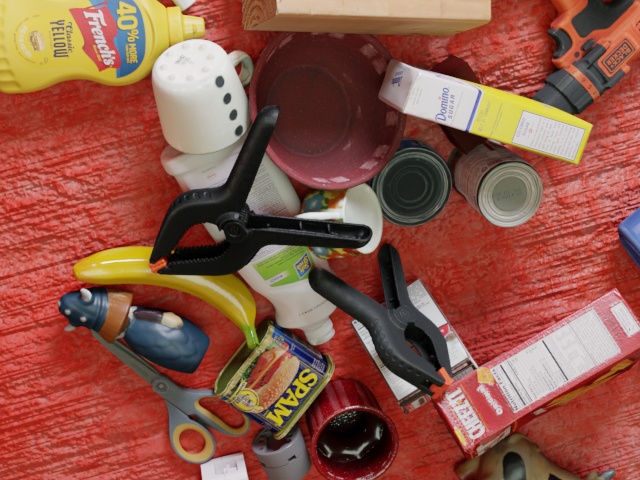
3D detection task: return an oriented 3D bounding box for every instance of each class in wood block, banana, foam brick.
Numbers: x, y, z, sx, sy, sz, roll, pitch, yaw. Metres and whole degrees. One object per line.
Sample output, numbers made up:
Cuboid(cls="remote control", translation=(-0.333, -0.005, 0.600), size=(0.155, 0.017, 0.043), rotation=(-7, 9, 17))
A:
Cuboid(cls="wood block", translation=(0.040, -0.234, 0.950), size=(0.205, 0.090, 0.091), rotation=(-3, 93, -23))
Cuboid(cls="banana", translation=(-0.143, 0.042, 1.061), size=(0.197, 0.069, 0.037), rotation=(22, 136, -9))
Cuboid(cls="foam brick", translation=(0.136, -0.135, 1.053), size=(0.053, 0.051, 0.078), rotation=(-37, 110, 3))

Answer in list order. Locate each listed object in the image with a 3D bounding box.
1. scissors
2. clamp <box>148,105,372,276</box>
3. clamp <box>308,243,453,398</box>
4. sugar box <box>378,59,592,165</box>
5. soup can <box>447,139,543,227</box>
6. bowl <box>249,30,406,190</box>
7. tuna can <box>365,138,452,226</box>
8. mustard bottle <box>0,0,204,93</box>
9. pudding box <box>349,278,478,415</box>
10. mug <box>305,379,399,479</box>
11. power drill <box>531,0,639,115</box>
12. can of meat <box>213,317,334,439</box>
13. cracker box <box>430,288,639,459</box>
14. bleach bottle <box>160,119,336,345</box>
Cuboid(cls="scissors", translation=(-0.170, 0.170, 1.124), size=(0.201, 0.016, 0.096), rotation=(27, 102, -17))
Cuboid(cls="clamp", translation=(-0.067, -0.015, 0.991), size=(0.210, 0.036, 0.164), rotation=(-32, 116, 26))
Cuboid(cls="clamp", translation=(0.077, 0.075, 1.057), size=(0.171, 0.120, 0.039), rotation=(50, 139, 11))
Cuboid(cls="sugar box", translation=(0.150, -0.120, 0.982), size=(0.176, 0.093, 0.048), rotation=(17, 102, -16))
Cuboid(cls="soup can", translation=(0.172, -0.059, 1.058), size=(0.068, 0.102, 0.068), rotation=(-3, 109, -9))
Cuboid(cls="bowl", translation=(-0.001, -0.127, 1.014), size=(0.161, 0.055, 0.162), rotation=(0, 90, -24))
Cuboid(cls="tuna can", translation=(0.089, -0.058, 1.081), size=(0.086, 0.034, 0.086), rotation=(-3, 109, -9))
Cuboid(cls="mustard bottle", translation=(-0.202, -0.188, 0.973), size=(0.191, 0.058, 0.096), rotation=(-5, 107, -8))
Cuboid(cls="pudding box", translation=(0.095, 0.108, 1.100), size=(0.090, 0.113, 0.039), rotation=(-33, 145, 3))
Cuboid(cls="mug", translation=(0.028, 0.210, 1.137), size=(0.093, 0.081, 0.117), rotation=(4, 108, -11))
Cuboid(cls="power drill", translation=(0.222, -0.212, 1.040), size=(0.184, 0.057, 0.187), rotation=(-45, 113, 3))
Cuboid(cls="can of meat", translation=(-0.050, 0.142, 1.114), size=(0.084, 0.057, 0.102), rotation=(36, 99, -16))
Cuboid(cls="cracker box", translation=(0.226, 0.145, 1.104), size=(0.213, 0.164, 0.072), rotation=(-31, 73, 1))
Cuboid(cls="bleach bottle", translation=(-0.057, 0.001, 1.062), size=(0.102, 0.068, 0.251), rotation=(-27, 113, 0))
